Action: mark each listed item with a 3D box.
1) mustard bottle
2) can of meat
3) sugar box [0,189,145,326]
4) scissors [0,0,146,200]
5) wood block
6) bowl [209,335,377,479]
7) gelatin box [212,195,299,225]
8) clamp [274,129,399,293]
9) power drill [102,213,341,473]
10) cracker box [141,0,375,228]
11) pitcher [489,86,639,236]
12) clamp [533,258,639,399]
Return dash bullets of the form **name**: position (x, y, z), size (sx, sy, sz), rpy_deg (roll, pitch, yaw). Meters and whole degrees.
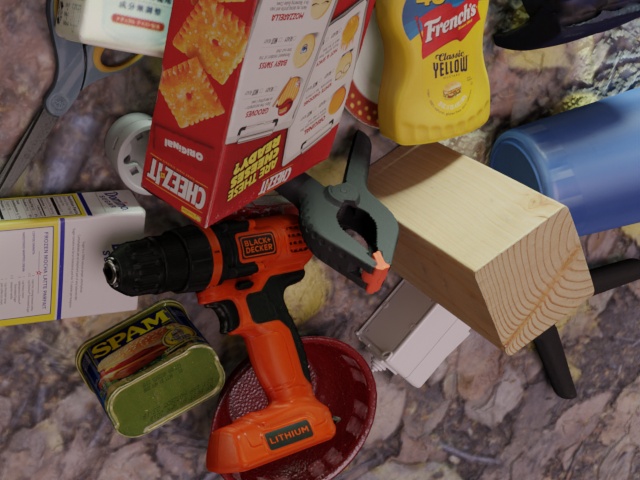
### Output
- **mustard bottle**: position (0.090, -0.177, 0.851), size (0.096, 0.058, 0.192), rpy_deg (-16, 118, -23)
- **can of meat**: position (-0.137, 0.104, 0.862), size (0.102, 0.084, 0.057), rpy_deg (-29, 121, -14)
- **sugar box**: position (-0.224, 0.015, 0.798), size (0.175, 0.048, 0.093), rpy_deg (-7, 124, -28)
- **scissors**: position (-0.199, -0.120, 0.777), size (0.201, 0.016, 0.096), rpy_deg (-43, 122, -5)
- **wood block**: position (0.115, -0.004, 0.876), size (0.090, 0.206, 0.090), rpy_deg (-34, 123, -12)
- **bowl**: position (-0.032, 0.148, 0.953), size (0.161, 0.055, 0.162), rpy_deg (-11, 115, -24)
- **gelatin box**: position (-0.056, 0.001, 0.894), size (0.089, 0.030, 0.073), rpy_deg (-3, 112, -26)
- **clamp**: position (0.020, -0.032, 0.852), size (0.120, 0.171, 0.039), rpy_deg (-18, 146, -26)
- **power drill**: position (-0.067, 0.076, 0.811), size (0.184, 0.057, 0.187), rpy_deg (-11, 89, -38)
- **cracker box**: position (-0.037, -0.136, 0.748), size (0.163, 0.072, 0.214), rpy_deg (-33, 148, -49)
- **pitcher**: position (0.283, -0.069, 0.995), size (0.242, 0.145, 0.149), rpy_deg (-16, 105, -18)
- **clamp**: position (0.231, 0.058, 1.065), size (0.209, 0.036, 0.164), rpy_deg (30, 95, -33)
